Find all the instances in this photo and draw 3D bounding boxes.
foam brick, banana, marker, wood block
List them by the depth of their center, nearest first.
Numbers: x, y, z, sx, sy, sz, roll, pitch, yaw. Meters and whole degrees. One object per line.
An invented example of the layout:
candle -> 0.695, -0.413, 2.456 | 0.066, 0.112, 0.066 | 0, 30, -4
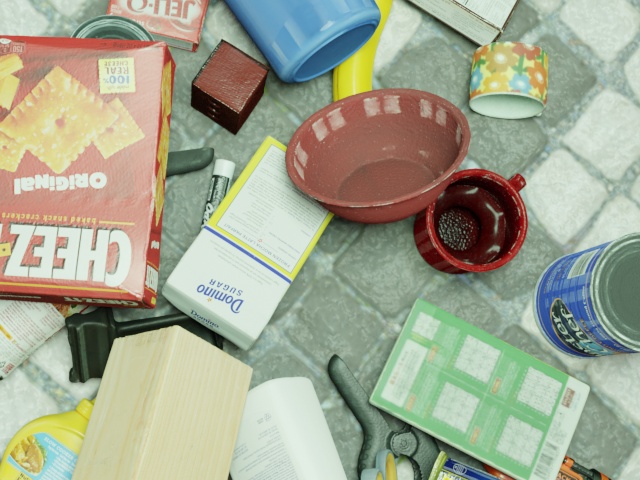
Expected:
wood block -> -0.135, 0.184, 0.852 | 0.090, 0.090, 0.206 | 35, 54, -37
foam brick -> -0.084, -0.139, 0.971 | 0.053, 0.078, 0.051 | 32, 79, -1
marker -> -0.100, -0.015, 0.980 | 0.020, 0.020, 0.121 | 13, 81, -6
banana -> 0.043, -0.152, 1.014 | 0.069, 0.037, 0.198 | -1, 83, -28

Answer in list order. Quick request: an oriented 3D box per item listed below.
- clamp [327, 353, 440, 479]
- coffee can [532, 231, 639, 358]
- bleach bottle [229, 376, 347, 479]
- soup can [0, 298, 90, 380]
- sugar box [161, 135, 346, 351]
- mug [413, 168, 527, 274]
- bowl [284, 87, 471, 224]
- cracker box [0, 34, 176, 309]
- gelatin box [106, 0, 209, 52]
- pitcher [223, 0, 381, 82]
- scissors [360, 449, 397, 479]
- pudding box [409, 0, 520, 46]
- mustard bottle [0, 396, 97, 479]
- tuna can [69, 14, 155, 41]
clamp -> 0.080, 0.176, 0.970 | 0.120, 0.039, 0.171 | -12, 89, -5
coffee can -> 0.264, 0.053, 0.961 | 0.102, 0.140, 0.103 | 1, 82, -8
bleach bottle -> -0.011, 0.245, 0.879 | 0.067, 0.103, 0.251 | 4, 56, -47
soup can -> -0.258, 0.063, 0.921 | 0.102, 0.068, 0.068 | -42, 90, -11
sugar box -> -0.056, 0.001, 0.950 | 0.093, 0.048, 0.176 | 34, 65, -1
mug -> 0.142, -0.021, 0.984 | 0.117, 0.081, 0.093 | -43, 90, -11
bowl -> 0.053, -0.065, 0.932 | 0.162, 0.055, 0.162 | -8, 42, 7
cracker box -> -0.210, -0.057, 0.872 | 0.164, 0.072, 0.213 | 3, 80, 1
gelatin box -> -0.150, -0.224, 0.997 | 0.089, 0.030, 0.073 | 13, 80, -6
pitcher -> -0.042, -0.273, 0.958 | 0.144, 0.149, 0.243 | -24, 79, -53
scissors -> 0.061, 0.268, 0.928 | 0.016, 0.096, 0.202 | -3, 120, 16
pudding box -> 0.140, -0.251, 1.030 | 0.113, 0.039, 0.090 | 31, 65, -1
mustard bottle -> -0.232, 0.207, 0.909 | 0.096, 0.058, 0.191 | 36, 79, -1
tuna can -> -0.186, -0.157, 0.952 | 0.086, 0.034, 0.086 | 3, 76, -13
